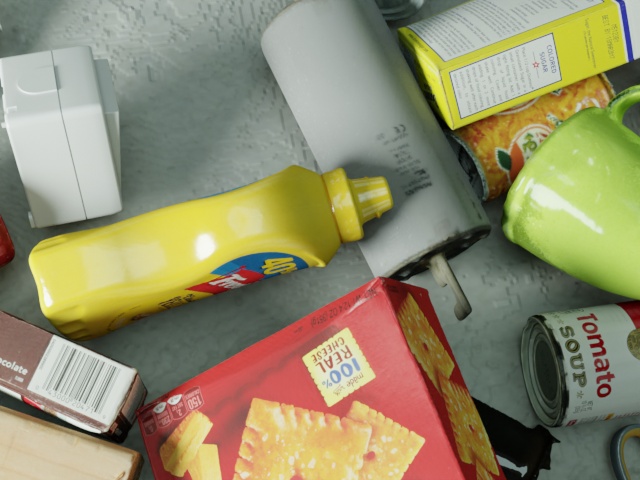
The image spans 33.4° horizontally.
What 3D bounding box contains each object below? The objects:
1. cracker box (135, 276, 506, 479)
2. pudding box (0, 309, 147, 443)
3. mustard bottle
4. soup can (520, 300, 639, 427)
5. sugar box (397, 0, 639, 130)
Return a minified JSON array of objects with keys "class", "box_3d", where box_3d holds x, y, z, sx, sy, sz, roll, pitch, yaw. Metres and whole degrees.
[{"class":"cracker box","box_3d":[0.013,0.149,0.529,0.164,0.072,0.214,-29,68,21]},{"class":"pudding box","box_3d":[-0.152,0.069,0.574,0.113,0.090,0.039,26,75,1]},{"class":"mustard bottle","box_3d":[-0.054,0.001,0.585,0.191,0.096,0.058,-18,79,0]},{"class":"soup can","box_3d":[0.176,0.069,0.624,0.102,0.068,0.068,-7,76,-8]},{"class":"sugar box","box_3d":[0.142,-0.129,0.649,0.176,0.093,0.048,-19,120,-3]}]
